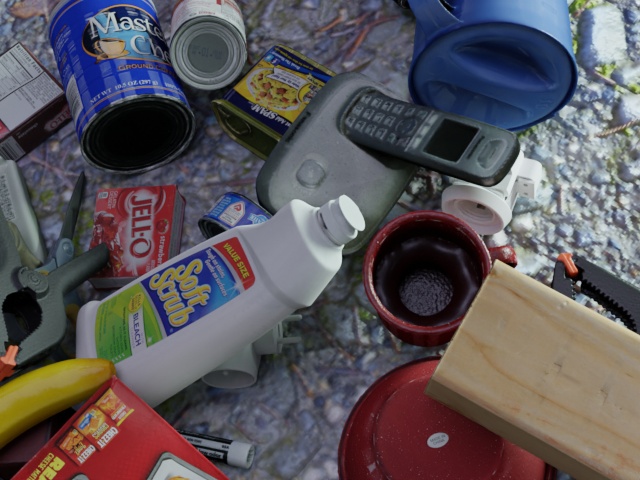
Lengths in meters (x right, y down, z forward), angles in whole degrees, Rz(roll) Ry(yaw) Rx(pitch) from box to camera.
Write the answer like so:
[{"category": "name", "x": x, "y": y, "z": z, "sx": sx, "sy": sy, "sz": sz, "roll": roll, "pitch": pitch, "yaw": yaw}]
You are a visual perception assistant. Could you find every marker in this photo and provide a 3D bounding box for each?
[{"category": "marker", "x": -0.110, "y": 0.155, "z": 0.824, "sx": 0.121, "sy": 0.020, "sz": 0.020, "roll": 9, "pitch": 64, "yaw": 17}]

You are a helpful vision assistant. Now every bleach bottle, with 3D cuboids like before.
[{"category": "bleach bottle", "x": -0.074, "y": 0.037, "z": 0.788, "sx": 0.251, "sy": 0.068, "sz": 0.102, "roll": -33, "pitch": 45, "yaw": 25}]

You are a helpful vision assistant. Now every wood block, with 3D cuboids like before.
[{"category": "wood block", "x": 0.180, "y": 0.107, "z": 0.687, "sx": 0.206, "sy": 0.091, "sz": 0.090, "roll": 29, "pitch": 80, "yaw": 10}]

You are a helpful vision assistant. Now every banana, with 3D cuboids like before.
[{"category": "banana", "x": -0.233, "y": 0.146, "z": 0.758, "sx": 0.070, "sy": 0.037, "sz": 0.197, "roll": 38, "pitch": 75, "yaw": 19}]

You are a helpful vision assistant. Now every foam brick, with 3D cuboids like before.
[{"category": "foam brick", "x": -0.213, "y": 0.156, "z": 0.813, "sx": 0.051, "sy": 0.078, "sz": 0.053, "roll": -7, "pitch": 60, "yaw": 11}]

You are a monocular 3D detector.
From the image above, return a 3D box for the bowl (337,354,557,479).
[{"category": "bowl", "x": 0.087, "y": 0.148, "z": 0.763, "sx": 0.162, "sy": 0.055, "sz": 0.162, "roll": -6, "pitch": 62, "yaw": 10}]

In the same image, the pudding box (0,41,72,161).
[{"category": "pudding box", "x": -0.299, "y": -0.122, "z": 1.006, "sx": 0.113, "sy": 0.039, "sz": 0.090, "roll": -38, "pitch": 60, "yaw": -11}]

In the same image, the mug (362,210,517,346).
[{"category": "mug", "x": 0.091, "y": 0.030, "z": 0.803, "sx": 0.117, "sy": 0.081, "sz": 0.093, "roll": -20, "pitch": 72, "yaw": -1}]

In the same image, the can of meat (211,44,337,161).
[{"category": "can of meat", "x": -0.029, "y": -0.115, "z": 0.930, "sx": 0.102, "sy": 0.057, "sz": 0.084, "roll": 34, "pitch": 72, "yaw": 26}]

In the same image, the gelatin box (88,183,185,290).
[{"category": "gelatin box", "x": -0.158, "y": -0.004, "z": 0.914, "sx": 0.073, "sy": 0.030, "sz": 0.089, "roll": -3, "pitch": 62, "yaw": 11}]

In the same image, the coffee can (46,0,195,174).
[{"category": "coffee can", "x": -0.179, "y": -0.145, "z": 0.953, "sx": 0.103, "sy": 0.103, "sz": 0.140, "roll": -22, "pitch": 60, "yaw": 0}]

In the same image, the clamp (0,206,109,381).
[{"category": "clamp", "x": -0.218, "y": 0.039, "z": 0.816, "sx": 0.120, "sy": 0.039, "sz": 0.171, "roll": 18, "pitch": 44, "yaw": -27}]

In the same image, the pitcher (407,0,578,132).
[{"category": "pitcher", "x": 0.138, "y": -0.223, "z": 0.897, "sx": 0.145, "sy": 0.149, "sz": 0.242, "roll": 5, "pitch": 57, "yaw": 1}]

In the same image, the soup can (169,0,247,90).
[{"category": "soup can", "x": -0.100, "y": -0.181, "z": 0.949, "sx": 0.068, "sy": 0.068, "sz": 0.102, "roll": -18, "pitch": 27, "yaw": 3}]

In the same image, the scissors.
[{"category": "scissors", "x": -0.210, "y": 0.028, "z": 0.908, "sx": 0.016, "sy": 0.096, "sz": 0.201, "roll": -21, "pitch": 27, "yaw": 24}]

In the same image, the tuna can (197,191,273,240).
[{"category": "tuna can", "x": -0.056, "y": 0.001, "z": 0.857, "sx": 0.086, "sy": 0.086, "sz": 0.033, "roll": 33, "pitch": 71, "yaw": 26}]

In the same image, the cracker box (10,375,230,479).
[{"category": "cracker box", "x": -0.119, "y": 0.225, "z": 0.720, "sx": 0.214, "sy": 0.072, "sz": 0.164, "roll": 40, "pitch": 70, "yaw": 8}]
